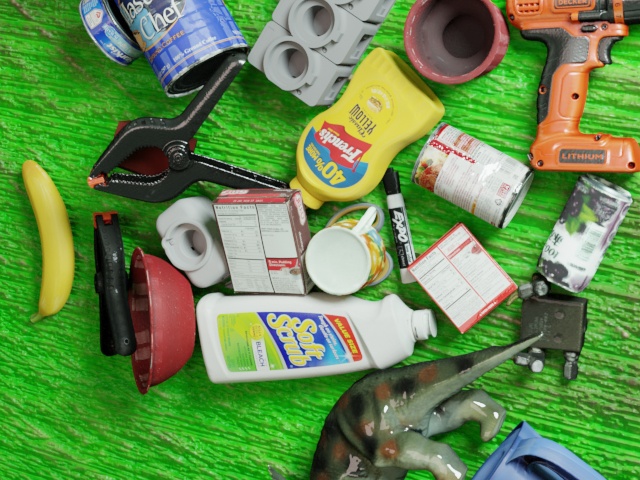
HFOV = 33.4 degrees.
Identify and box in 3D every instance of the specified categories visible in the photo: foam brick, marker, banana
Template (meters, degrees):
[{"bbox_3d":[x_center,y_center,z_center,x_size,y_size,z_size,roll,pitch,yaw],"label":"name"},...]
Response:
[{"bbox_3d":[-0.186,-0.099,1.183,0.078,0.053,0.051,20,104,17],"label":"foam brick"},{"bbox_3d":[0.082,-0.016,1.106,0.020,0.020,0.121,-10,94,22],"label":"marker"},{"bbox_3d":[-0.322,0.005,1.258,0.070,0.037,0.198,4,98,20],"label":"banana"}]

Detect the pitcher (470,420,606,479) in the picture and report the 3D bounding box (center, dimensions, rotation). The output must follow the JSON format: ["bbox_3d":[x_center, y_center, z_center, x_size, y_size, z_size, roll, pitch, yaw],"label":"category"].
[{"bbox_3d":[0.254,0.290,1.019,0.243,0.149,0.145,36,97,10],"label":"pitcher"}]

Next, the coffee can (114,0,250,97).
[{"bbox_3d":[-0.151,-0.237,1.123,0.103,0.102,0.140,-31,86,22],"label":"coffee can"}]

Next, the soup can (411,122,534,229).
[{"bbox_3d":[0.150,-0.063,1.048,0.102,0.068,0.068,30,107,15],"label":"soup can"}]

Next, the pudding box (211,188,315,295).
[{"bbox_3d":[-0.057,0.001,1.119,0.090,0.039,0.113,1,117,24],"label":"pudding box"}]

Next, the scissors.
[{"bbox_3d":[-0.005,0.034,1.150,0.202,0.016,0.096,-35,84,22],"label":"scissors"}]

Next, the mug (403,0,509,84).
[{"bbox_3d":[0.134,-0.209,1.027,0.093,0.081,0.117,-7,95,22],"label":"mug"}]

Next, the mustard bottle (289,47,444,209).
[{"bbox_3d":[0.031,-0.098,1.094,0.192,0.058,0.096,-47,72,21],"label":"mustard bottle"}]

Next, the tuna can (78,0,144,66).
[{"bbox_3d":[-0.221,-0.235,1.161,0.034,0.086,0.086,-31,86,20],"label":"tuna can"}]

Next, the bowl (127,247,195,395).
[{"bbox_3d":[-0.174,0.087,1.173,0.055,0.162,0.162,-2,98,-19],"label":"bowl"}]

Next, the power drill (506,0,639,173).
[{"bbox_3d":[0.266,-0.157,0.997,0.185,0.057,0.188,2,95,25],"label":"power drill"}]

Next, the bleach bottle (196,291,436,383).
[{"bbox_3d":[-0.003,0.093,1.133,0.251,0.068,0.102,-8,94,20],"label":"bleach bottle"}]

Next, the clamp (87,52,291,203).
[{"bbox_3d":[-0.146,-0.103,1.120,0.210,0.036,0.164,-10,113,2],"label":"clamp"}]

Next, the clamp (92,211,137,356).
[{"bbox_3d":[-0.233,0.053,1.200,0.120,0.039,0.171,5,101,63],"label":"clamp"}]

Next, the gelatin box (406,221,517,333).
[{"bbox_3d":[0.143,0.037,1.076,0.073,0.030,0.089,-41,84,7],"label":"gelatin box"}]
